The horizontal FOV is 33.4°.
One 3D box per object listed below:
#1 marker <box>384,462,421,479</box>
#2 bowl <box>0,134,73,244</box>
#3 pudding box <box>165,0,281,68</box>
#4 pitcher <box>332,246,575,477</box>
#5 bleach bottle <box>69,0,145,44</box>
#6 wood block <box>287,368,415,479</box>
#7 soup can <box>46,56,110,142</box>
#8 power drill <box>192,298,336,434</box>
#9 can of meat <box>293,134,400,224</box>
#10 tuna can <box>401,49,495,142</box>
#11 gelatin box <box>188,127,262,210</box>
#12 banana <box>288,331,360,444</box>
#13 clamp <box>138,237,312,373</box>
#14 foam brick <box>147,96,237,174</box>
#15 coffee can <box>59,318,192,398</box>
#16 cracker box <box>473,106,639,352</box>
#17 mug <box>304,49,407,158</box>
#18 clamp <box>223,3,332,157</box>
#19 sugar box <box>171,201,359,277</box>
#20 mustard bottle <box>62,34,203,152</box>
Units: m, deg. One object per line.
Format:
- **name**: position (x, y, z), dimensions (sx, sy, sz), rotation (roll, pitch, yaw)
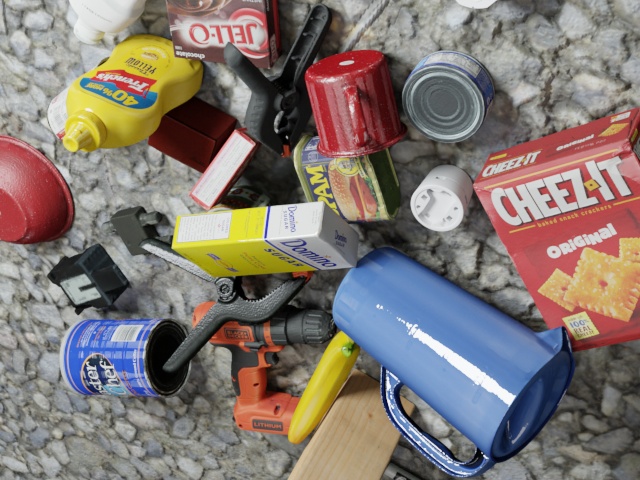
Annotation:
- **marker**: position (0.114, 0.310, 1.379), dimensions (0.121, 0.020, 0.020), rotation (30, 132, 5)
- **bowl**: position (-0.396, -0.051, 1.351), dimensions (0.162, 0.055, 0.162), rotation (14, 129, 18)
- **pudding box**: position (-0.098, -0.226, 1.077), dimensions (0.114, 0.039, 0.090), rotation (11, 128, 20)
- **pitcher**: position (0.125, 0.118, 1.110), dimensions (0.243, 0.149, 0.145), rotation (35, 144, 31)
- **bleach bottle**: position (-0.194, -0.300, 1.042), dimensions (0.102, 0.068, 0.251), rotation (35, 128, -1)
- **wood block**: position (0.025, 0.263, 1.265), dimensions (0.090, 0.205, 0.091), rotation (32, 132, 3)
- **soup can**: position (-0.251, -0.152, 1.192), dimensions (0.102, 0.068, 0.068), rotation (-26, 109, 39)
- **power drill**: position (-0.057, 0.156, 1.330), dimensions (0.185, 0.057, 0.187), rotation (3, 123, 22)
- **can of meat**: position (0.031, -0.065, 1.120), dimensions (0.084, 0.057, 0.102), rotation (-5, 122, 27)
- **tuna can**: position (0.123, -0.138, 1.032), dimensions (0.086, 0.033, 0.086), rotation (14, 129, 18)
- **gelatin box**: position (-0.100, -0.077, 1.143), dimensions (0.030, 0.073, 0.089), rotation (36, 99, -1)
- **banana**: position (0.006, 0.163, 1.250), dimensions (0.037, 0.069, 0.198), rotation (36, 134, 12)
- **clamp**: position (-0.115, 0.050, 1.261), dimensions (0.210, 0.036, 0.164), rotation (-20, 84, 13)
- **foam brick**: position (-0.141, -0.119, 1.171), dimensions (0.078, 0.051, 0.053), rotation (28, 133, 6)
- **coffee can**: position (-0.254, 0.153, 1.397), dimensions (0.140, 0.102, 0.103), rotation (-3, 122, 29)
- **cracker box**: position (0.269, -0.002, 1.032), dimensions (0.164, 0.072, 0.213), rotation (-17, 114, 36)
- **mug**: position (0.032, -0.131, 1.034), dimensions (0.093, 0.117, 0.081), rotation (-12, 115, 6)
- **clamp**: position (-0.049, -0.150, 1.066), dimensions (0.039, 0.120, 0.171), rotation (50, 145, 37)
- **sugar box**: position (-0.058, 0.002, 1.127), dimensions (0.176, 0.048, 0.093), rotation (-3, 157, 27)
- **mustard bottle**: position (-0.203, -0.144, 1.090), dimensions (0.096, 0.191, 0.058), rotation (24, 131, 9)
